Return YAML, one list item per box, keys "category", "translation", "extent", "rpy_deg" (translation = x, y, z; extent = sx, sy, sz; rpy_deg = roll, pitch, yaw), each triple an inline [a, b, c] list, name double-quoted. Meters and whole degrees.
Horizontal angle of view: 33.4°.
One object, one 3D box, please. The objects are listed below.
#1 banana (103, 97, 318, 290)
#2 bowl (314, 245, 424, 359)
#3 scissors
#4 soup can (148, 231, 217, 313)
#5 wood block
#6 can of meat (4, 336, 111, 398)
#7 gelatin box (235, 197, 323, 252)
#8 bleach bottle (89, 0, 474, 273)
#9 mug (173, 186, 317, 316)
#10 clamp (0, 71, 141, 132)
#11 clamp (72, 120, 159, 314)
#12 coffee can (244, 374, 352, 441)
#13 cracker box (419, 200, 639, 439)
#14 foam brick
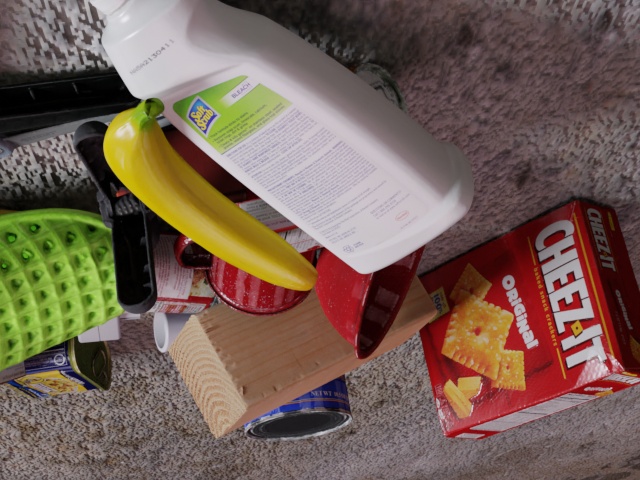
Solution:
- category: "banana"
  translation: [-0.073, -0.022, 0.646]
  extent: [0.070, 0.037, 0.197]
  rpy_deg: [20, 163, 39]
- category: "bowl"
  translation: [0.039, 0.011, 0.851]
  extent: [0.055, 0.162, 0.162]
  rpy_deg: [22, 162, 16]
- category: "scissors"
  translation: [-0.230, -0.068, 0.697]
  extent: [0.202, 0.016, 0.096]
  rpy_deg: [-19, 155, 22]
- category: "soup can"
  translation: [-0.140, 0.025, 0.876]
  extent: [0.102, 0.068, 0.069]
  rpy_deg: [5, 153, -28]
- category: "wood block"
  translation: [-0.014, 0.079, 0.925]
  extent: [0.205, 0.091, 0.090]
  rpy_deg: [-23, 165, -31]
- category: "can of meat"
  translation: [-0.265, 0.120, 1.063]
  extent: [0.084, 0.057, 0.102]
  rpy_deg: [-10, 156, 7]
- category: "gelatin box"
  translation: [-0.017, -0.014, 0.748]
  extent: [0.089, 0.030, 0.073]
  rpy_deg: [-14, 166, -10]
- category: "bleach bottle"
  translation: [-0.026, -0.080, 0.616]
  extent: [0.103, 0.068, 0.250]
  rpy_deg: [-34, 126, 27]
- category: "mug"
  translation: [-0.055, 0.001, 0.829]
  extent: [0.117, 0.093, 0.081]
  rpy_deg: [-3, 151, -9]
- category: "clamp"
  translation: [-0.221, -0.076, 0.639]
  extent: [0.210, 0.036, 0.164]
  rpy_deg: [-30, 148, 28]
- category: "clamp"
  translation: [-0.128, -0.015, 0.713]
  extent: [0.039, 0.120, 0.171]
  rpy_deg: [-8, -178, 0]
- category: "coffee can"
  translation: [-0.030, 0.110, 1.020]
  extent: [0.102, 0.140, 0.103]
  rpy_deg: [-8, 157, -3]
- category: "cracker box"
  translation: [0.192, 0.080, 1.003]
  extent: [0.071, 0.164, 0.214]
  rpy_deg: [10, 151, -41]
- category: "foam brick"
  translation: [-0.080, -0.047, 0.725]
  extent: [0.053, 0.051, 0.078]
  rpy_deg: [-13, 173, -5]
